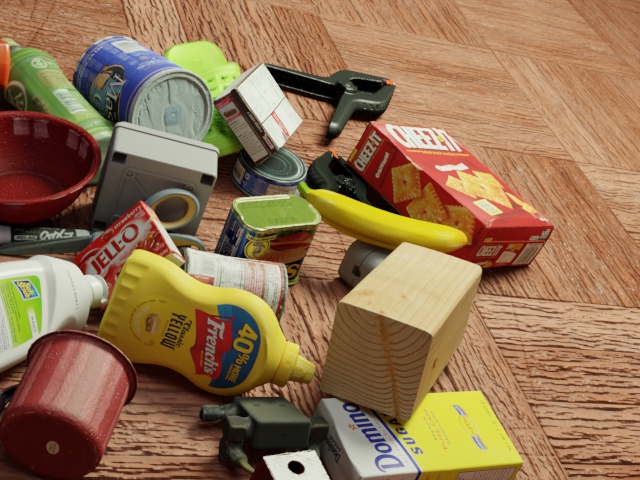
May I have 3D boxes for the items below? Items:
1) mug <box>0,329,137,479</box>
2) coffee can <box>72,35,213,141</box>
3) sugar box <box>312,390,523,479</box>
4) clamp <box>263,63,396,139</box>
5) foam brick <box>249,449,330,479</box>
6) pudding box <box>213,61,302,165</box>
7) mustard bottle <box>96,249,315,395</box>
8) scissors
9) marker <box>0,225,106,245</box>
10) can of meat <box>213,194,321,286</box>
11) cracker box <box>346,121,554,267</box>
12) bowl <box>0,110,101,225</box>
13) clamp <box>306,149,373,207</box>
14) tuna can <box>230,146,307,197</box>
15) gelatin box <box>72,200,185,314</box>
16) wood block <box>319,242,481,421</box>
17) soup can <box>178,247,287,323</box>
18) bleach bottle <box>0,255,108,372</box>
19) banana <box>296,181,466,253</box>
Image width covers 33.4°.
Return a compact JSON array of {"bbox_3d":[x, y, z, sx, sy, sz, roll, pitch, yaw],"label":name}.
[{"bbox_3d":[-0.210,0.132,0.835,0.117,0.093,0.081,-4,36,14],"label":"mug"},{"bbox_3d":[-0.200,-0.161,1.191,0.102,0.103,0.140,-8,28,-38],"label":"coffee can"},{"bbox_3d":[0.087,0.185,0.968,0.175,0.048,0.093,3,38,-30],"label":"sugar box"},{"bbox_3d":[0.034,-0.195,1.471,0.209,0.036,0.165,-7,44,-38],"label":"clamp"},{"bbox_3d":[-0.019,0.215,0.857,0.052,0.051,0.078,-1,41,-33],"label":"foam brick"},{"bbox_3d":[-0.071,-0.149,1.240,0.090,0.039,0.113,54,24,-12],"label":"pudding box"},{"bbox_3d":[-0.095,0.085,0.950,0.191,0.096,0.058,22,12,-5],"label":"mustard bottle"},{"bbox_3d":[-0.203,-0.015,1.037,0.201,0.096,0.016,11,17,-24],"label":"scissors"},{"bbox_3d":[-0.259,-0.003,1.043,0.120,0.020,0.020,2,39,-29],"label":"marker"},{"bbox_3d":[-0.057,0.001,1.101,0.101,0.084,0.057,-7,44,-38],"label":"can of meat"},{"bbox_3d":[0.161,-0.058,1.305,0.163,0.072,0.214,-1,40,-50],"label":"cracker box"},{"bbox_3d":[-0.298,-0.064,1.055,0.162,0.055,0.162,6,38,-5],"label":"bowl"},{"bbox_3d":[0.034,-0.050,1.271,0.120,0.039,0.171,27,29,-17],"label":"clamp"},{"bbox_3d":[-0.060,-0.081,1.258,0.086,0.034,0.086,16,34,-11],"label":"tuna can"},{"bbox_3d":[-0.181,0.018,1.002,0.073,0.089,0.030,54,5,35],"label":"gelatin box"},{"bbox_3d":[0.082,0.080,1.024,0.090,0.091,0.205,18,20,15],"label":"wood block"},{"bbox_3d":[-0.090,0.047,1.032,0.102,0.069,0.068,10,36,-19],"label":"soup can"},{"bbox_3d":[-0.277,0.072,0.876,0.068,0.102,0.250,-7,4,38],"label":"bleach bottle"},{"bbox_3d":[0.068,-0.020,1.148,0.197,0.037,0.069,20,35,-6],"label":"banana"}]
